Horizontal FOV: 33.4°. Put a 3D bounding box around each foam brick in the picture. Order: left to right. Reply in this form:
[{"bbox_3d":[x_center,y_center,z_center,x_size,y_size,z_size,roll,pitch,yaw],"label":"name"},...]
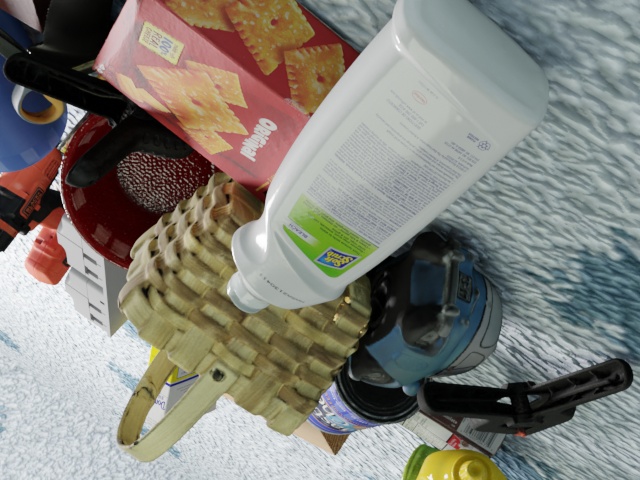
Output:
[{"bbox_3d":[-0.216,-0.203,0.790,0.051,0.053,0.078,32,158,7],"label":"foam brick"}]

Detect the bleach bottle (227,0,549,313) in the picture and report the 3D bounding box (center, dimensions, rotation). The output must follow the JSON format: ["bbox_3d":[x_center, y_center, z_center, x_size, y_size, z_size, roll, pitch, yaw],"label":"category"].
[{"bbox_3d":[0.015,-0.035,0.635,0.102,0.068,0.251,38,130,-12],"label":"bleach bottle"}]

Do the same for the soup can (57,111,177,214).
[{"bbox_3d":[-0.180,-0.079,0.980,0.102,0.068,0.069,39,159,-13],"label":"soup can"}]

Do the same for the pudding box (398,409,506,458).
[{"bbox_3d":[0.135,0.196,1.139,0.113,0.039,0.090,33,160,9],"label":"pudding box"}]

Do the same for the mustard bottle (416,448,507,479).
[{"bbox_3d":[0.149,0.258,1.114,0.096,0.058,0.191,24,159,10],"label":"mustard bottle"}]

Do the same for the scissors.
[{"bbox_3d":[-0.219,-0.148,0.856,0.016,0.096,0.202,61,166,14],"label":"scissors"}]

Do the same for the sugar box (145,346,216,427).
[{"bbox_3d":[-0.146,0.119,1.191,0.048,0.093,0.176,27,115,29],"label":"sugar box"}]

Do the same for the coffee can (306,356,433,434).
[{"bbox_3d":[0.039,0.139,1.069,0.103,0.102,0.140,37,159,-6],"label":"coffee can"}]

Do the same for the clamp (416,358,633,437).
[{"bbox_3d":[0.160,0.139,0.901,0.164,0.036,0.210,-5,161,1],"label":"clamp"}]

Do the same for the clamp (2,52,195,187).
[{"bbox_3d":[-0.141,-0.085,0.794,0.039,0.171,0.120,-46,56,41],"label":"clamp"}]

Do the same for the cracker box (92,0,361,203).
[{"bbox_3d":[-0.043,-0.098,0.730,0.213,0.072,0.164,38,159,-12],"label":"cracker box"}]

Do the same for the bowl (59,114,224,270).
[{"bbox_3d":[-0.139,-0.052,0.922,0.162,0.162,0.055,40,-161,-14],"label":"bowl"}]

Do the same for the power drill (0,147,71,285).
[{"bbox_3d":[-0.338,-0.009,1.230,0.057,0.184,0.187,30,168,14],"label":"power drill"}]

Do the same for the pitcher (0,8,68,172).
[{"bbox_3d":[-0.324,-0.168,0.930,0.243,0.145,0.149,67,-175,-59],"label":"pitcher"}]
